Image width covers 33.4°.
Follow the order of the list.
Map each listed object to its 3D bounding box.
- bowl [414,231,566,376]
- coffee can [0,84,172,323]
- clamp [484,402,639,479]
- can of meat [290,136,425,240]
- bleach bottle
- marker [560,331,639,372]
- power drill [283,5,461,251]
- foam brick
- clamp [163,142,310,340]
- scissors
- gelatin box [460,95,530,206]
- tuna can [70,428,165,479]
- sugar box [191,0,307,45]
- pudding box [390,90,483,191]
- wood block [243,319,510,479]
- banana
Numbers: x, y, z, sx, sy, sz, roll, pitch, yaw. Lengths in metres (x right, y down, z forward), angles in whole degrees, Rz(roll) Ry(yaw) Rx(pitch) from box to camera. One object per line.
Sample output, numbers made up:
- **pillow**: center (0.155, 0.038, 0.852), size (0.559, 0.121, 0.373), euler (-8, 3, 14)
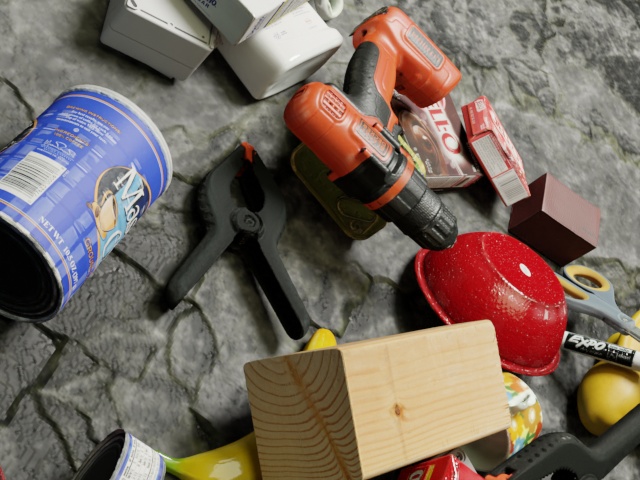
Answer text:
- **bowl**: center (0.165, 0.043, 0.954), size (0.162, 0.055, 0.162), euler (27, 31, -18)
- **coffee can**: center (-0.181, -0.027, 0.733), size (0.102, 0.103, 0.140), euler (43, 47, -10)
- **clamp**: center (0.220, 0.201, 0.901), size (0.209, 0.036, 0.164), euler (21, 81, -37)
- **can of meat**: center (0.036, -0.064, 0.954), size (0.102, 0.058, 0.083), euler (50, 44, -3)
- **bleach bottle**: center (-0.093, -0.250, 0.957), size (0.251, 0.068, 0.102), euler (53, 44, 3)
- **marker**: center (0.249, 0.099, 1.001), size (0.121, 0.020, 0.020), euler (15, 43, 23)
- **power drill**: center (0.066, -0.101, 0.917), size (0.184, 0.057, 0.187), euler (43, 42, -19)
- **foam brick**: center (0.238, -0.020, 1.086), size (0.078, 0.051, 0.053), euler (33, 51, -18)
- **clamp**: center (-0.056, 0.001, 0.857), size (0.120, 0.039, 0.171), euler (28, 51, -24)
- **scissors**: center (0.291, 0.071, 1.021), size (0.202, 0.016, 0.096), euler (29, 31, 29)
- **gelatin box**: center (0.174, -0.089, 1.057), size (0.089, 0.030, 0.073), euler (55, 20, -27)
- **tuna can**: center (-0.135, 0.164, 0.672), size (0.033, 0.086, 0.086), euler (38, 48, -17)
- **sugar box**: center (-0.045, -0.240, 0.911), size (0.093, 0.048, 0.176), euler (48, 49, 1)
- **pudding box**: center (0.099, -0.103, 1.034), size (0.089, 0.039, 0.113), euler (-5, 70, -40)
- **wood block**: center (0.050, 0.117, 0.797), size (0.205, 0.090, 0.091), euler (-2, 81, -52)
- **banana**: center (-0.036, 0.135, 0.797), size (0.197, 0.037, 0.069), euler (-32, 89, -44)
